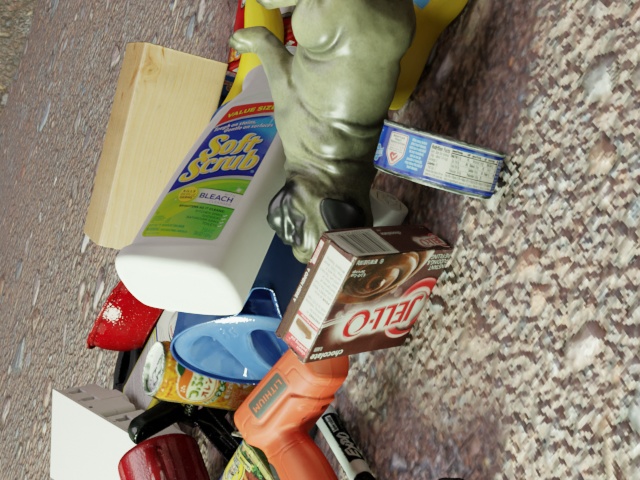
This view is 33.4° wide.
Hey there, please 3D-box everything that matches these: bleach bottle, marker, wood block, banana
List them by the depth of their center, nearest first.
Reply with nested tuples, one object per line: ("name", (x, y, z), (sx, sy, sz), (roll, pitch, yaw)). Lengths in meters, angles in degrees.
("marker", (0.021, 0.164, 0.817), (0.020, 0.020, 0.121), (-69, 26, 17))
("bleach bottle", (-0.067, -0.061, 0.858), (0.103, 0.068, 0.250), (5, 54, 23))
("banana", (-0.068, -0.154, 0.996), (0.070, 0.037, 0.198), (61, 144, 40))
("wood block", (-0.172, -0.093, 1.100), (0.090, 0.090, 0.206), (24, 101, 66))

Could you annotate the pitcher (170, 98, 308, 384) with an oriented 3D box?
("pitcher", (-0.056, 0.001, 0.946), (0.149, 0.144, 0.243), (-20, 53, 33))

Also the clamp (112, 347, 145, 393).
("clamp", (-0.236, 0.198, 1.318), (0.165, 0.036, 0.210), (8, 85, 65))

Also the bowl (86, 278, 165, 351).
("bowl", (-0.204, 0.072, 1.244), (0.162, 0.055, 0.162), (-57, -2, -4))

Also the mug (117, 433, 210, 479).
("mug", (-0.147, 0.232, 1.012), (0.117, 0.093, 0.081), (78, 170, -58))

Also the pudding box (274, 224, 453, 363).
("pudding box", (0.032, 0.036, 0.748), (0.039, 0.113, 0.090), (42, 119, 35))

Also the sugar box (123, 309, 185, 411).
("sugar box", (-0.170, 0.146, 1.196), (0.176, 0.048, 0.093), (-55, 34, 33))

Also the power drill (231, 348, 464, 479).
("power drill", (0.017, 0.163, 0.738), (0.185, 0.057, 0.188), (-50, 49, 31))

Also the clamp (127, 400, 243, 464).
("clamp", (-0.133, 0.160, 1.033), (0.039, 0.120, 0.171), (-61, 24, 13))

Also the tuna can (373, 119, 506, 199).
("tuna can", (0.080, -0.055, 0.724), (0.086, 0.086, 0.034), (32, 109, 64))
